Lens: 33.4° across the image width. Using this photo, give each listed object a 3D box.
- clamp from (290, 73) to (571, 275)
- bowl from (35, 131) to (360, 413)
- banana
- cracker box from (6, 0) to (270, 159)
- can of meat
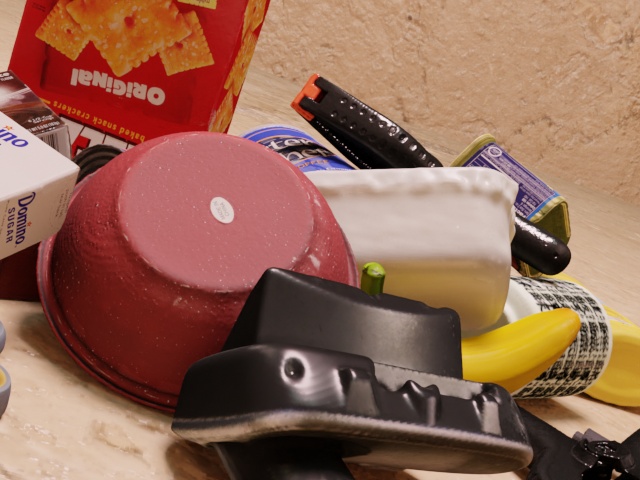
[{"bbox_3d":[0.069,-0.041,0.763,0.210,0.036,0.164,36,-7,-3],"label":"clamp"},{"bbox_3d":[-0.053,0.001,0.513,0.162,0.055,0.162,7,53,-10],"label":"bowl"},{"bbox_3d":[0.077,0.060,0.571,0.197,0.070,0.037,13,24,-48],"label":"banana"},{"bbox_3d":[-0.141,-0.133,0.796,0.164,0.214,0.072,22,14,8],"label":"cracker box"},{"bbox_3d":[0.150,-0.024,0.847,0.084,0.057,0.102,44,-6,28],"label":"can of meat"}]
